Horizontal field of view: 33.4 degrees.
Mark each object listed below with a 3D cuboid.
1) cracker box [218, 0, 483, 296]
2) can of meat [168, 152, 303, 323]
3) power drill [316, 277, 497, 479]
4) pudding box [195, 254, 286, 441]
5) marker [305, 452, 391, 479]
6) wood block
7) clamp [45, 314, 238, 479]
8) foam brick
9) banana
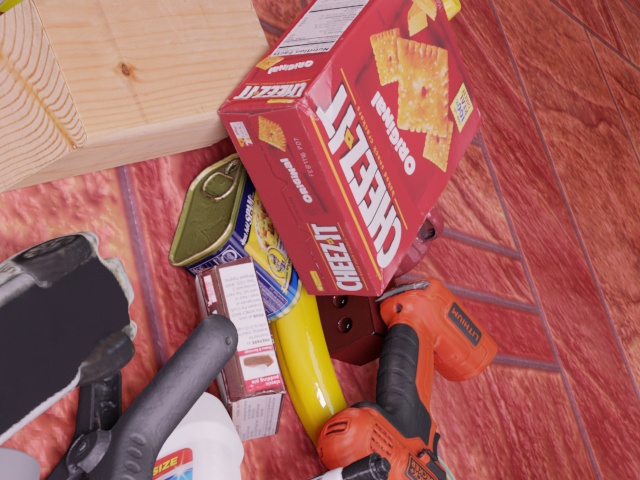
[{"bbox_3d":[0.034,-0.089,0.772,0.213,0.072,0.164,-57,134,-39],"label":"cracker box"},{"bbox_3d":[-0.055,0.001,0.775,0.084,0.058,0.102,46,34,-31],"label":"can of meat"},{"bbox_3d":[0.083,0.136,0.787,0.184,0.057,0.187,48,39,-28],"label":"power drill"},{"bbox_3d":[-0.051,0.073,0.680,0.113,0.039,0.090,97,-22,-68],"label":"pudding box"},{"bbox_3d":[-0.007,0.155,0.653,0.020,0.121,0.020,37,38,-36],"label":"marker"},{"bbox_3d":[-0.123,-0.103,0.698,0.205,0.090,0.091,-21,89,-55],"label":"wood block"},{"bbox_3d":[-0.103,0.110,0.553,0.039,0.120,0.171,39,40,-26],"label":"clamp"},{"bbox_3d":[0.031,0.054,0.867,0.051,0.053,0.078,23,47,-47],"label":"foam brick"},{"bbox_3d":[-0.005,0.085,0.801,0.069,0.037,0.198,18,51,-49],"label":"banana"}]
